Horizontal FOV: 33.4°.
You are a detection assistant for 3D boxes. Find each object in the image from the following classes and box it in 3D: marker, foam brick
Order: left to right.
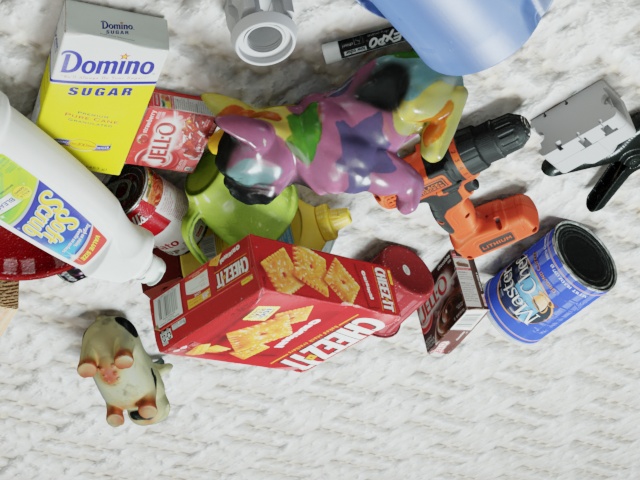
[{"bbox_3d":[-0.170,0.046,1.249,0.053,0.051,0.078,-21,145,15],"label":"foam brick"},{"bbox_3d":[0.061,-0.188,0.986,0.121,0.020,0.020,-14,147,6],"label":"marker"}]

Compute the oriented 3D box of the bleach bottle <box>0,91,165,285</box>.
[{"bbox_3d":[-0.238,-0.032,1.003,0.103,0.068,0.250,-32,132,24],"label":"bleach bottle"}]

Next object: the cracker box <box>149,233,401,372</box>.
[{"bbox_3d":[-0.045,0.074,1.126,0.164,0.072,0.213,-32,148,35],"label":"cracker box"}]

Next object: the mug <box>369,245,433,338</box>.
[{"bbox_3d":[0.092,0.057,1.316,0.117,0.093,0.082,-20,159,-51],"label":"mug"}]

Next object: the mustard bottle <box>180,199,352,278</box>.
[{"bbox_3d":[-0.058,0.002,1.171,0.192,0.096,0.058,-18,147,12],"label":"mustard bottle"}]

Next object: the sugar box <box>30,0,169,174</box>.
[{"bbox_3d":[-0.206,-0.134,0.971,0.093,0.048,0.176,7,145,-22],"label":"sugar box"}]

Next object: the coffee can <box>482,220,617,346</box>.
[{"bbox_3d":[0.286,0.055,1.341,0.102,0.103,0.141,13,140,-31],"label":"coffee can"}]

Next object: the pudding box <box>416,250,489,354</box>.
[{"bbox_3d":[0.164,0.080,1.357,0.039,0.090,0.114,5,143,-25],"label":"pudding box"}]

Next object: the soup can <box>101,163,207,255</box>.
[{"bbox_3d":[-0.173,-0.033,1.111,0.069,0.068,0.102,-27,143,23],"label":"soup can"}]

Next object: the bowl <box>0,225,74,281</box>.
[{"bbox_3d":[-0.311,-0.025,1.094,0.162,0.055,0.162,-7,144,-6],"label":"bowl"}]

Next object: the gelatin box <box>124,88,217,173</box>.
[{"bbox_3d":[-0.147,-0.106,1.044,0.073,0.030,0.089,8,143,-25],"label":"gelatin box"}]

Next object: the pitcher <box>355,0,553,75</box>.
[{"bbox_3d":[0.059,-0.242,0.821,0.149,0.145,0.242,-38,136,18],"label":"pitcher"}]

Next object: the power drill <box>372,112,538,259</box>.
[{"bbox_3d":[0.173,-0.058,1.182,0.185,0.057,0.187,-22,143,24],"label":"power drill"}]
